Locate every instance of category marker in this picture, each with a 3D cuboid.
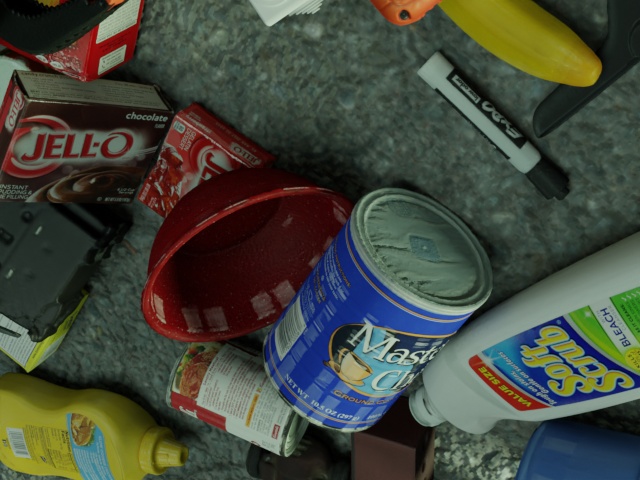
[{"bbox_3d":[0.110,-0.069,0.665,0.121,0.020,0.020,44,128,-3],"label":"marker"}]

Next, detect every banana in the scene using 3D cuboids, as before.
[{"bbox_3d":[0.081,-0.160,0.603,0.198,0.037,0.070,54,155,-6],"label":"banana"}]

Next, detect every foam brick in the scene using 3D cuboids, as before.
[{"bbox_3d":[0.056,0.163,0.810,0.051,0.052,0.078,11,123,21],"label":"foam brick"}]

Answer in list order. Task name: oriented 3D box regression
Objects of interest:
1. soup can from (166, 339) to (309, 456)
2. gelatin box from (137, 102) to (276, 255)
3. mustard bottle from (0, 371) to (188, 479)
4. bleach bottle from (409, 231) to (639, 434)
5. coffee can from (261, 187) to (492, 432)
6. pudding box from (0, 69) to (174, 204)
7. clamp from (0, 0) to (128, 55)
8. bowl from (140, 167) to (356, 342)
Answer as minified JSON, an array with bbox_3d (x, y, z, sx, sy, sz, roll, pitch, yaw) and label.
[{"bbox_3d":[-0.059,0.118,0.831,0.102,0.068,0.068,21,125,14],"label":"soup can"},{"bbox_3d":[-0.084,-0.044,0.771,0.073,0.030,0.089,36,128,3],"label":"gelatin box"},{"bbox_3d":[-0.203,0.173,0.942,0.192,0.058,0.096,6,119,24],"label":"mustard bottle"},{"bbox_3d":[0.161,0.075,0.700,0.251,0.068,0.102,-34,99,39],"label":"bleach bottle"},{"bbox_3d":[0.036,0.048,0.720,0.103,0.102,0.140,37,128,3],"label":"coffee can"},{"bbox_3d":[-0.171,-0.070,0.747,0.039,0.113,0.090,57,131,32],"label":"pudding box"},{"bbox_3d":[-0.209,-0.158,0.670,0.210,0.036,0.165,18,125,21],"label":"clamp"},{"bbox_3d":[-0.055,0.001,0.732,0.162,0.161,0.055,-57,50,38],"label":"bowl"}]
